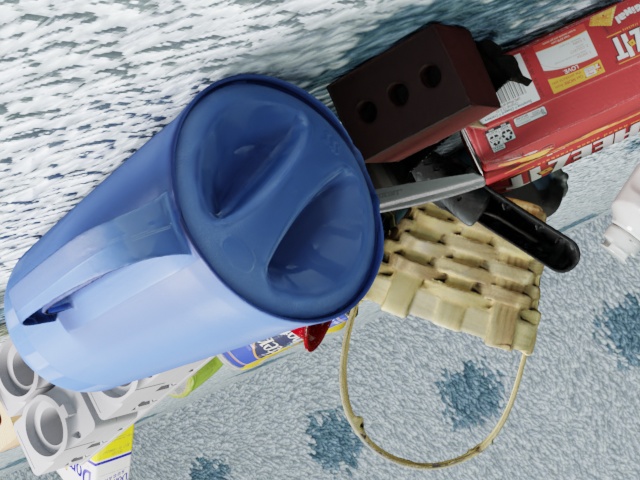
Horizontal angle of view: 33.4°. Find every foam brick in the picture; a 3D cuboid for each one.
[{"bbox_3d":[0.055,-0.084,0.622,0.078,0.053,0.051,-28,170,28],"label":"foam brick"}]

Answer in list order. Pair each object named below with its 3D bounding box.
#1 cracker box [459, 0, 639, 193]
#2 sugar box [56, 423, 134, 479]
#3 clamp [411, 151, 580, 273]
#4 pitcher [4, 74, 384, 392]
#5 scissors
[{"bbox_3d":[0.184,-0.102,0.786,0.164,0.072,0.213,-24,173,8],"label":"cracker box"},{"bbox_3d":[-0.214,0.159,0.996,0.048,0.093,0.176,-11,123,-38],"label":"sugar box"},{"bbox_3d":[0.103,-0.032,0.742,0.120,0.172,0.039,33,99,-33],"label":"clamp"},{"bbox_3d":[-0.095,0.014,0.611,0.149,0.145,0.243,33,143,-26],"label":"pitcher"},{"bbox_3d":[0.008,-0.034,0.674,0.202,0.096,0.016,-25,143,26],"label":"scissors"}]
